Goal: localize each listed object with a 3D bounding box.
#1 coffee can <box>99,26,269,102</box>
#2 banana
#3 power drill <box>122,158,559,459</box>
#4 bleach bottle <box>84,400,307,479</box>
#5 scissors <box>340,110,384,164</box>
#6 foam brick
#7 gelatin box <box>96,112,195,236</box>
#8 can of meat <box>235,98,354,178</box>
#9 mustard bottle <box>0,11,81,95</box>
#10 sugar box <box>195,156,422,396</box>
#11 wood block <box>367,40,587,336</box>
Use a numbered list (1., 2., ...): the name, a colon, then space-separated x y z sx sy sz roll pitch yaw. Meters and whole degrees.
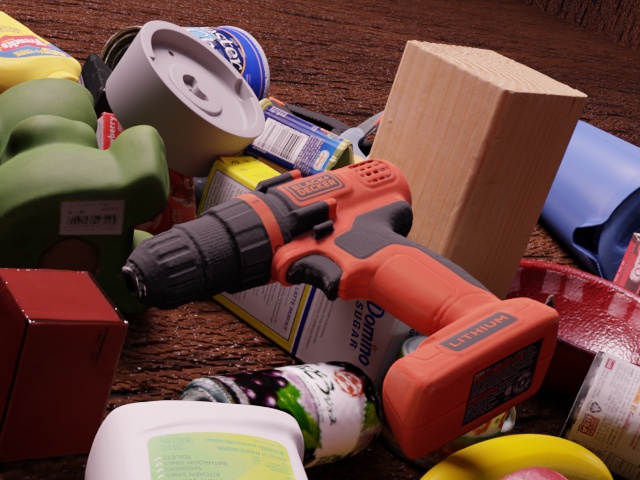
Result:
1. coffee can: -0.130 -0.154 1.026 0.103 0.103 0.140 28 23 25
2. banana: 0.102 0.137 0.579 0.197 0.037 0.070 1 26 -39
3. power drill: 0.014 0.029 0.560 0.184 0.057 0.188 -22 45 -31
4. bleach bottle: -0.024 0.158 0.389 0.102 0.068 0.251 8 25 -23
5. scissors: 0.042 -0.090 1.034 0.096 0.016 0.201 34 37 31
6. foam brick: -0.135 0.060 0.520 0.052 0.078 0.051 4 24 -38
7. gelatin box: -0.128 -0.042 0.774 0.073 0.089 0.030 7 -16 -31
8. can of meat: -0.019 -0.064 0.910 0.084 0.057 0.102 26 -17 14
9. mustard bottle: -0.277 -0.160 0.981 0.192 0.058 0.096 33 26 34
10. sugar box: -0.010 0.022 0.698 0.176 0.093 0.048 32 25 30
11. wood block: 0.084 -0.018 0.714 0.090 0.206 0.090 -4 30 -44
